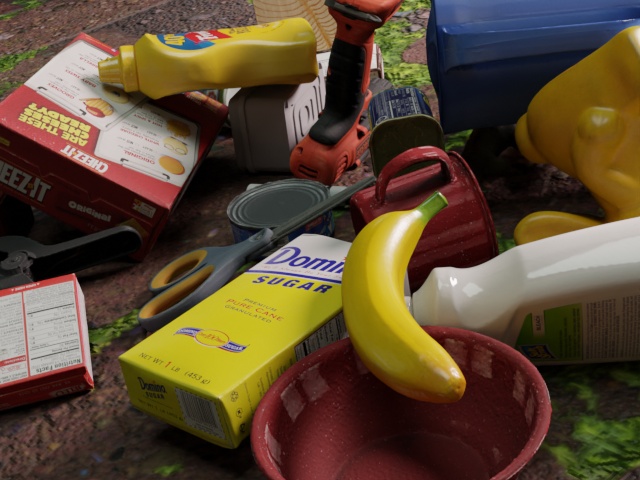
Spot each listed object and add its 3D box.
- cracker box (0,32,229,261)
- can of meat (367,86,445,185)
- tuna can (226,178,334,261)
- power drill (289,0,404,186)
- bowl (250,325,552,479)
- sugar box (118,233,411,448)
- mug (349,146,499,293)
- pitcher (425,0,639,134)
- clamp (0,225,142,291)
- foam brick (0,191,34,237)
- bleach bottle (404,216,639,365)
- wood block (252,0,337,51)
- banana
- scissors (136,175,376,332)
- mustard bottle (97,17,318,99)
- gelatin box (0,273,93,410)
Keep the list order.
[{"bbox_3d":[-0.189,-0.090,0.954,0.164,0.072,0.213,27,31,-5],"label":"cracker box"},{"bbox_3d":[0.070,-0.066,0.860,0.057,0.102,0.084,-10,26,4],"label":"can of meat"},{"bbox_3d":[-0.032,-0.017,0.875,0.086,0.034,0.086,-8,28,4],"label":"tuna can"},{"bbox_3d":[0.040,-0.156,0.954,0.057,0.188,0.184,21,38,13],"label":"power drill"},{"bbox_3d":[0.045,0.113,0.584,0.162,0.055,0.162,-8,28,4],"label":"bowl"},{"bbox_3d":[-0.031,0.056,0.680,0.093,0.048,0.175,14,39,39],"label":"sugar box"},{"bbox_3d":[0.070,-0.016,0.757,0.081,0.117,0.093,-19,45,-7],"label":"mug"},{"bbox_3d":[0.203,-0.157,0.828,0.243,0.145,0.149,-5,53,7],"label":"pitcher"},{"bbox_3d":[-0.236,0.035,0.847,0.172,0.039,0.120,-5,32,21],"label":"clamp"},{"bbox_3d":[-0.295,-0.021,0.955,0.051,0.053,0.078,-8,27,4],"label":"foam brick"},{"bbox_3d":[0.161,0.031,0.646,0.251,0.102,0.068,-7,43,9],"label":"bleach bottle"},{"bbox_3d":[-0.028,-0.277,1.256,0.090,0.091,0.206,-10,17,2],"label":"wood block"},{"bbox_3d":[0.043,0.032,0.617,0.070,0.037,0.197,-32,27,21],"label":"banana"},{"bbox_3d":[-0.055,0.001,0.810,0.201,0.016,0.096,-35,23,-8],"label":"scissors"},{"bbox_3d":[-0.102,-0.161,0.957,0.191,0.058,0.096,-8,22,-8],"label":"mustard bottle"},{"bbox_3d":[-0.201,0.071,0.748,0.073,0.030,0.089,-14,49,-6],"label":"gelatin box"}]
